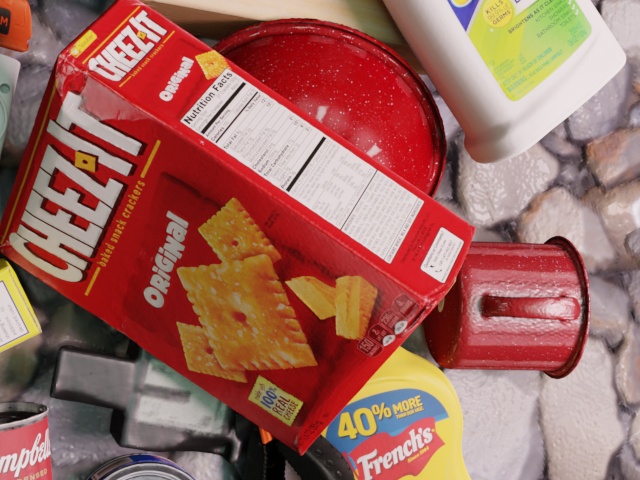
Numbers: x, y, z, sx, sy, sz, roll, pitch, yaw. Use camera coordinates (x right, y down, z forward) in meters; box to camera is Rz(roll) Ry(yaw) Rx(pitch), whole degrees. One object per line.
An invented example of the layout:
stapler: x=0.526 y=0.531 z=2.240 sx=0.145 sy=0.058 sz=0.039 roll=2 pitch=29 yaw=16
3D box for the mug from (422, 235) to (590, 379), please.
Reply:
mug: x=0.117 y=0.042 z=0.672 sx=0.081 sy=0.117 sz=0.093 roll=2 pitch=90 yaw=-13

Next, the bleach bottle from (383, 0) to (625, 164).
bleach bottle: x=0.057 y=-0.170 z=0.577 sx=0.102 sy=0.068 sz=0.251 roll=-40 pitch=101 yaw=-12

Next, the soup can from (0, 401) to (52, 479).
soup can: x=-0.184 y=0.148 z=0.601 sx=0.068 sy=0.069 sz=0.102 roll=-5 pitch=93 yaw=-18

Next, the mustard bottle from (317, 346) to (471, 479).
mustard bottle: x=0.046 y=0.129 z=0.677 sx=0.096 sy=0.058 sz=0.191 roll=-17 pitch=96 yaw=4

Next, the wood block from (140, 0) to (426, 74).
wood block: x=-0.010 y=-0.162 z=0.636 sx=0.205 sy=0.091 sz=0.090 roll=7 pitch=90 yaw=-18

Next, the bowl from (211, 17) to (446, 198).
bowl: x=-0.011 y=-0.041 z=0.608 sx=0.162 sy=0.055 sz=0.162 roll=6 pitch=127 yaw=7

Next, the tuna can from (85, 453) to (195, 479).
tuna can: x=-0.107 y=0.173 z=0.640 sx=0.086 sy=0.034 sz=0.086 roll=1 pitch=86 yaw=-18

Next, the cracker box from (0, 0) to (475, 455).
cracker box: x=-0.054 y=0.001 z=0.562 sx=0.213 sy=0.164 sz=0.072 roll=34 pitch=46 yaw=-2

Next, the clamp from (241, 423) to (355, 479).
clamp: x=-0.011 y=0.189 z=0.659 sx=0.120 sy=0.039 sz=0.171 roll=-29 pitch=81 yaw=25
